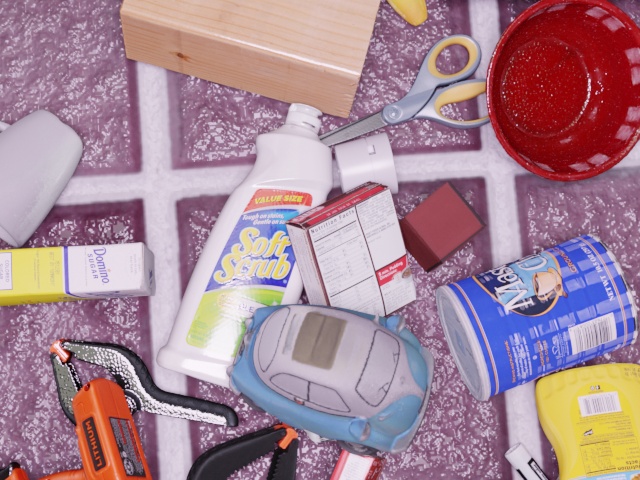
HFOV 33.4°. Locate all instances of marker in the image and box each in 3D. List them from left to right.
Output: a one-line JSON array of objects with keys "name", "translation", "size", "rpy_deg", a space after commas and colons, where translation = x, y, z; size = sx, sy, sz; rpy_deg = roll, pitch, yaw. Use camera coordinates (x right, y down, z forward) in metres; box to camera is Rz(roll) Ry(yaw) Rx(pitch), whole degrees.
[{"name": "marker", "translation": [0.205, 0.230, 0.932], "size": [0.020, 0.020, 0.121], "rpy_deg": [-37, 86, -6]}]

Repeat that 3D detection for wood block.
[{"name": "wood block", "translation": [-0.060, -0.187, 0.928], "size": [0.206, 0.091, 0.090], "rpy_deg": [15, 72, -1]}]

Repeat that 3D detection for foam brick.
[{"name": "foam brick", "translation": [0.102, -0.011, 0.927], "size": [0.053, 0.078, 0.051], "rpy_deg": [-40, 86, -9]}]

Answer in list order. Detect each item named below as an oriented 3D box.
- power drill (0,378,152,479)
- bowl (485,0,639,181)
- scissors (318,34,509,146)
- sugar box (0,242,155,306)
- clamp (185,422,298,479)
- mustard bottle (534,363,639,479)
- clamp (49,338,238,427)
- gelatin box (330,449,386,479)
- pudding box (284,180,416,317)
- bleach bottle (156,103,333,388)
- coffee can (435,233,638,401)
[{"name": "power drill", "translation": [-0.241, 0.184, 0.871], "size": [0.188, 0.057, 0.184], "rpy_deg": [-27, 72, 13]}, {"name": "bowl", "translation": [0.211, -0.135, 0.944], "size": [0.162, 0.055, 0.162], "rpy_deg": [-2, 99, -14]}, {"name": "scissors", "translation": [0.070, -0.134, 0.971], "size": [0.201, 0.016, 0.096], "rpy_deg": [-6, 82, -3]}, {"name": "sugar box", "translation": [-0.231, 0.031, 0.899], "size": [0.176, 0.093, 0.048], "rpy_deg": [-1, 84, -2]}, {"name": "clamp", "translation": [-0.098, 0.235, 0.896], "size": [0.164, 0.036, 0.210], "rpy_deg": [33, 85, -12]}, {"name": "mustard bottle", "translation": [0.242, 0.201, 0.884], "size": [0.096, 0.058, 0.191], "rpy_deg": [-8, 61, 3]}, {"name": "clamp", "translation": [-0.170, 0.154, 0.916], "size": [0.171, 0.039, 0.120], "rpy_deg": [34, 79, 0]}, {"name": "gelatin box", "translation": [0.025, 0.211, 0.891], "size": [0.030, 0.089, 0.073], "rpy_deg": [22, 83, 14]}, {"name": "pudding box", "translation": [0.028, 0.018, 0.905], "size": [0.089, 0.039, 0.113], "rpy_deg": [-26, 112, -24]}, {"name": "bleach bottle", "translation": [-0.056, 0.001, 0.921], "size": [0.102, 0.068, 0.251], "rpy_deg": [17, 84, -4]}, {"name": "coffee can", "translation": [0.182, 0.065, 0.908], "size": [0.140, 0.103, 0.103], "rpy_deg": [-20, 85, -5]}]
